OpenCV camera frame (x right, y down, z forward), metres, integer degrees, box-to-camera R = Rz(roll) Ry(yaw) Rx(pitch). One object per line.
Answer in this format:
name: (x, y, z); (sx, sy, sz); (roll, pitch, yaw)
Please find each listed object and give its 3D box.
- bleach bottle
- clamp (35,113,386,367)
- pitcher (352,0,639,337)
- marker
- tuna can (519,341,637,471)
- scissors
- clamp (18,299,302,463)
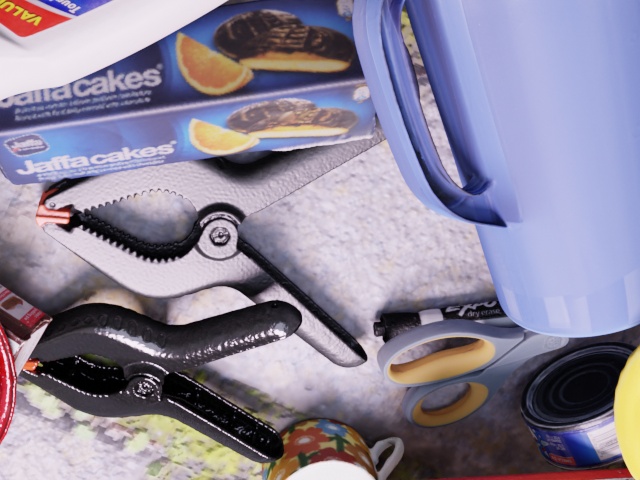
bleach bottle: (-0.112, -0.121, 0.507); (0.250, 0.068, 0.102); (-38, 89, -11)
clamp: (-0.054, 0.001, 0.613); (0.210, 0.036, 0.164); (-1, 110, -9)
pitcher: (0.116, -0.069, 0.564); (0.149, 0.145, 0.243); (-11, 114, 15)
marker: (0.092, 0.048, 0.660); (0.121, 0.020, 0.020); (-6, 110, -6)
tuna can: (0.167, 0.100, 0.653); (0.086, 0.086, 0.033); (-29, 109, 2)
scissors: (0.132, 0.073, 0.663); (0.201, 0.016, 0.096); (-6, 132, -11)
clamp: (-0.091, 0.067, 0.614); (0.171, 0.039, 0.120); (14, 120, -7)
